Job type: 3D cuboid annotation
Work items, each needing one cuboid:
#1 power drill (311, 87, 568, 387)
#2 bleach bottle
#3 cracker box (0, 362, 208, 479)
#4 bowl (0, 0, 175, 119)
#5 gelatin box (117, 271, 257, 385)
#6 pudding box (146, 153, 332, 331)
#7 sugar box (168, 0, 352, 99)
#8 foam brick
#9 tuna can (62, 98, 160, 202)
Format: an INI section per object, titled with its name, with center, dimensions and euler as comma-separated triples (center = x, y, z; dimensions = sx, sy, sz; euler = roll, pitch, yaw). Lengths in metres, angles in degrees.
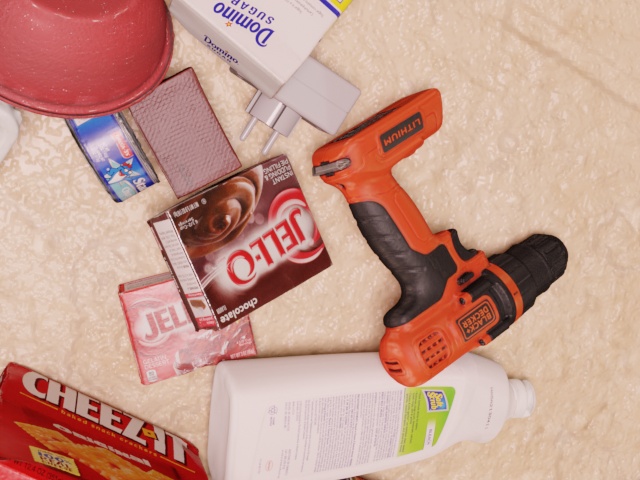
[power drill]
center = 0.090, -0.012, 0.782
dimensions = 0.184, 0.057, 0.187
euler = -32, 100, -30
[bleach bottle]
center = 0.045, 0.134, 0.808
dimensions = 0.250, 0.068, 0.103
euler = -1, 112, -19
[cracker box]
center = -0.150, 0.165, 0.700
dimensions = 0.164, 0.214, 0.072
euler = 29, 92, -16
[bowl]
center = -0.162, -0.158, 0.671
dimensions = 0.162, 0.055, 0.162
euler = 12, 58, -20
[gelatin box]
center = -0.098, 0.059, 0.785
dimensions = 0.089, 0.030, 0.073
euler = -14, 103, -9
[pudding box]
center = -0.055, 0.001, 0.753
dimensions = 0.113, 0.039, 0.090
euler = -29, 100, -33
[sugar box]
center = -0.013, -0.191, 0.717
dimensions = 0.093, 0.048, 0.176
euler = 40, 76, -6
[foam brick]
center = -0.097, -0.076, 0.749
dimensions = 0.053, 0.051, 0.078
euler = -27, 105, -5
[tuna can]
center = -0.144, -0.069, 0.723
dimensions = 0.033, 0.086, 0.086
euler = -29, 105, -4
